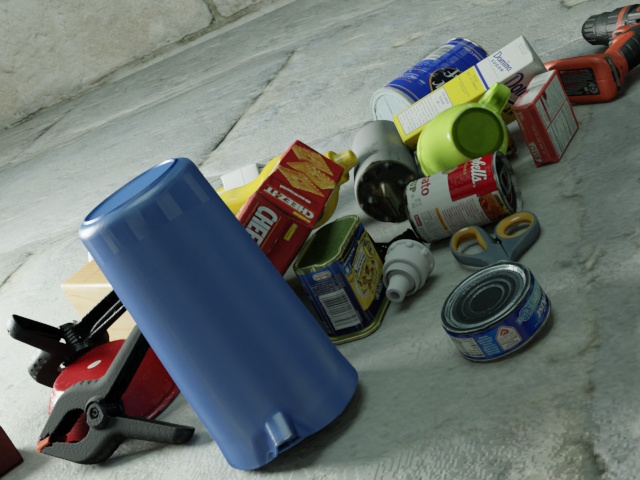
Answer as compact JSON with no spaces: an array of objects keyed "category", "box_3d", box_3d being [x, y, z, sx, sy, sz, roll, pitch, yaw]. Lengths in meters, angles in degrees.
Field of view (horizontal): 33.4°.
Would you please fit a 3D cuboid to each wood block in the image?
[{"category":"wood block","box_3d":[-0.200,0.061,1.239,0.207,0.090,0.090,-2,33,50]}]

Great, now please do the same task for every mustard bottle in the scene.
[{"category":"mustard bottle","box_3d":[-0.037,-0.049,1.243,0.192,0.096,0.058,-32,19,22]}]

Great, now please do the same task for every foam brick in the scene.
[{"category":"foam brick","box_3d":[-0.356,0.223,1.095,0.078,0.051,0.053,-36,21,-22]}]

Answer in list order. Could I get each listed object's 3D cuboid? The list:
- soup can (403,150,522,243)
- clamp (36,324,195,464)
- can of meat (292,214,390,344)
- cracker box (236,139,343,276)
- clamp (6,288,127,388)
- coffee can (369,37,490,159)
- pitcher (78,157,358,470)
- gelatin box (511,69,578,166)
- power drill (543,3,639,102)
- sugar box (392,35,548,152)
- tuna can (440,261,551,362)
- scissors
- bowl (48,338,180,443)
[{"category":"soup can","box_3d":[0.144,-0.042,1.080,0.102,0.068,0.068,-19,21,26]},{"category":"clamp","box_3d":[-0.200,0.151,1.005,0.172,0.120,0.039,-21,-22,22]},{"category":"can of meat","box_3d":[0.023,0.035,1.020,0.058,0.084,0.102,-17,22,27]},{"category":"cracker box","box_3d":[-0.057,0.001,1.081,0.164,0.072,0.213,-58,1,20]},{"category":"clamp","box_3d":[-0.270,0.107,1.126,0.164,0.036,0.210,-19,-24,-39]},{"category":"coffee can","box_3d":[0.148,-0.183,1.372,0.140,0.103,0.103,-37,22,-25]},{"category":"pitcher","box_3d":[-0.087,0.054,0.881,0.149,0.243,0.144,-16,23,48]},{"category":"gelatin box","box_3d":[0.246,-0.134,1.165,0.030,0.073,0.089,-12,25,37]},{"category":"power drill","box_3d":[0.352,-0.234,1.300,0.187,0.057,0.185,-38,22,-26]},{"category":"sugar box","box_3d":[0.182,-0.157,1.242,0.176,0.093,0.048,-29,60,19]},{"category":"tuna can","box_3d":[0.141,0.057,0.867,0.086,0.033,0.086,-30,25,15]},{"category":"scissors","box_3d":[0.180,0.016,0.964,0.096,0.016,0.202,-27,22,-7]},{"category":"bowl","box_3d":[-0.221,0.150,1.097,0.162,0.055,0.162,-24,19,9]}]
